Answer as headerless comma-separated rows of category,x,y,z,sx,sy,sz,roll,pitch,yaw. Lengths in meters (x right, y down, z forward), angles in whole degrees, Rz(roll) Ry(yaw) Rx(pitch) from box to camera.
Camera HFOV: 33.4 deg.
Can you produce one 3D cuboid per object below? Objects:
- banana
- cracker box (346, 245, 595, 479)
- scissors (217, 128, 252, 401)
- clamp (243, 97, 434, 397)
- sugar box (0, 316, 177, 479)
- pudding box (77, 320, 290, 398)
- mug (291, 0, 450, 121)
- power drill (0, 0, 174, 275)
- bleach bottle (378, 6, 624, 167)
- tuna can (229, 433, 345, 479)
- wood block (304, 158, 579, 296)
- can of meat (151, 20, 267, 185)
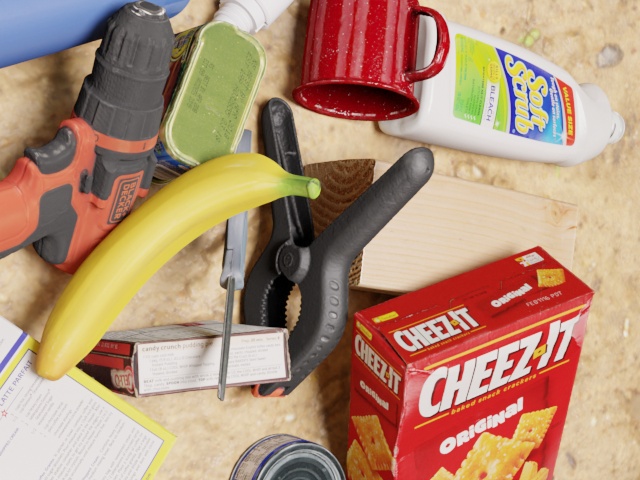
banana,-0.096,0.004,0.638,0.198,0.070,0.037,-37,127,-2
cracker box,0.104,0.128,0.777,0.164,0.072,0.214,-18,130,-26
scissors,-0.054,0.001,0.673,0.016,0.201,0.096,3,120,-2
clamp,-0.014,0.007,0.744,0.036,0.165,0.210,8,109,-42
sugar box,-0.183,0.108,0.631,0.176,0.048,0.093,37,60,-9
pudding box,-0.090,0.077,0.696,0.113,0.090,0.039,-4,92,-34
mug,0.039,-0.139,0.770,0.093,0.117,0.081,18,74,-53
power drill,-0.166,-0.042,0.591,0.187,0.057,0.185,-20,139,-50
bleach bottle,0.162,-0.118,0.883,0.250,0.068,0.102,5,88,-36
tuna can,-0.023,0.186,0.775,0.085,0.034,0.086,0,90,-34
wood block,0.090,0.000,0.818,0.205,0.090,0.091,9,85,-34
can of meat,-0.087,-0.090,0.701,0.057,0.084,0.102,26,76,-31
